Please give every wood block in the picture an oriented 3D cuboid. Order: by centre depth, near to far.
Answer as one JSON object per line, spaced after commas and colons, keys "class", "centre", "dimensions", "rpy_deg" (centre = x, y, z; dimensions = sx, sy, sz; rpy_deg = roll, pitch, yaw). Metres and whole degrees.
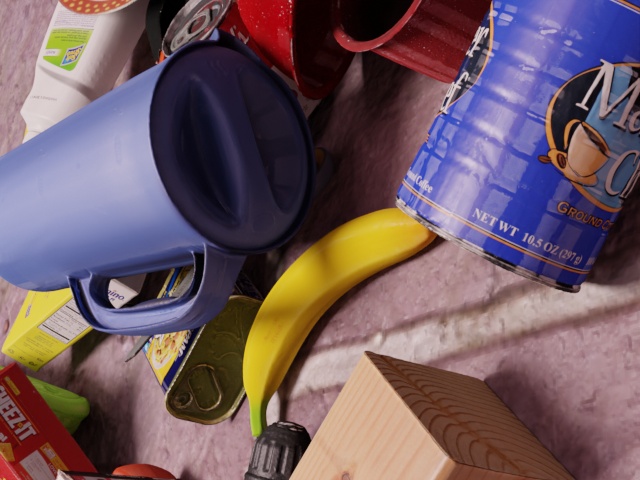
{"class": "wood block", "centre": [0.024, 0.172, 0.548], "dimensions": [0.206, 0.090, 0.091], "rpy_deg": [-61, 36, 16]}

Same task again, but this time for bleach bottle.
{"class": "bleach bottle", "centre": [-0.215, -0.185, 0.981], "dimensions": [0.103, 0.068, 0.250], "rpy_deg": [7, 68, 40]}

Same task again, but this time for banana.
{"class": "banana", "centre": [0.002, 0.038, 0.683], "dimensions": [0.070, 0.037, 0.198], "rpy_deg": [52, 120, 27]}

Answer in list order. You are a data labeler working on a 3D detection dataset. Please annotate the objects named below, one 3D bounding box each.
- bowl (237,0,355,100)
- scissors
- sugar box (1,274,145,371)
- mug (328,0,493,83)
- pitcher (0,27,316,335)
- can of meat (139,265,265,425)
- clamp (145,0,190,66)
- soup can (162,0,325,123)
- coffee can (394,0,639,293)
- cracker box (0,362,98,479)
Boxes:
{"class": "bowl", "centre": [-0.010, -0.174, 0.679], "dimensions": [0.055, 0.162, 0.162], "rpy_deg": [16, 89, 16]}
{"class": "scissors", "centre": [-0.055, 0.001, 0.724], "dimensions": [0.096, 0.016, 0.201], "rpy_deg": [-3, 49, 40]}
{"class": "sugar box", "centre": [-0.207, 0.038, 0.927], "dimensions": [0.177, 0.048, 0.093], "rpy_deg": [-38, 28, 40]}
{"class": "mug", "centre": [0.063, -0.153, 0.639], "dimensions": [0.093, 0.081, 0.117], "rpy_deg": [-35, 50, 40]}
{"class": "pitcher", "centre": [-0.131, -0.025, 0.711], "dimensions": [0.243, 0.145, 0.149], "rpy_deg": [-15, 22, 43]}
{"class": "can of meat", "centre": [-0.082, 0.065, 0.762], "dimensions": [0.102, 0.057, 0.084], "rpy_deg": [-61, 35, 14]}
{"class": "clamp", "centre": [-0.121, -0.231, 0.939], "dimensions": [0.120, 0.039, 0.171], "rpy_deg": [23, 94, 44]}
{"class": "soup can", "centre": [-0.051, -0.124, 0.748], "dimensions": [0.069, 0.102, 0.068], "rpy_deg": [-31, 38, 27]}
{"class": "coffee can", "centre": [0.112, -0.060, 0.519], "dimensions": [0.103, 0.102, 0.140], "rpy_deg": [40, 108, 52]}
{"class": "cracker box", "centre": [-0.266, 0.219, 0.862], "dimensions": [0.214, 0.072, 0.164], "rpy_deg": [-39, 88, 37]}
